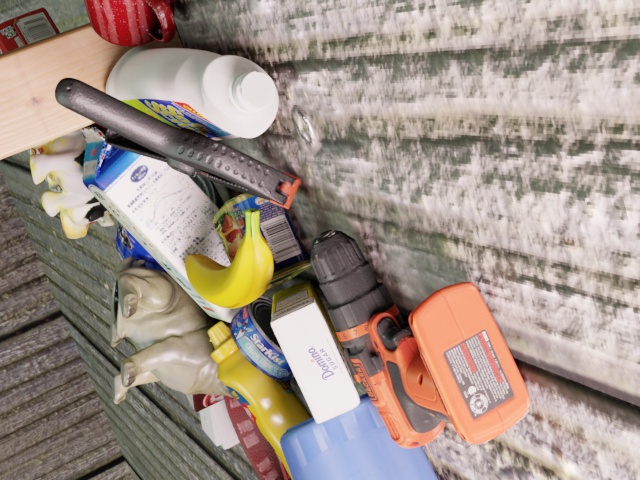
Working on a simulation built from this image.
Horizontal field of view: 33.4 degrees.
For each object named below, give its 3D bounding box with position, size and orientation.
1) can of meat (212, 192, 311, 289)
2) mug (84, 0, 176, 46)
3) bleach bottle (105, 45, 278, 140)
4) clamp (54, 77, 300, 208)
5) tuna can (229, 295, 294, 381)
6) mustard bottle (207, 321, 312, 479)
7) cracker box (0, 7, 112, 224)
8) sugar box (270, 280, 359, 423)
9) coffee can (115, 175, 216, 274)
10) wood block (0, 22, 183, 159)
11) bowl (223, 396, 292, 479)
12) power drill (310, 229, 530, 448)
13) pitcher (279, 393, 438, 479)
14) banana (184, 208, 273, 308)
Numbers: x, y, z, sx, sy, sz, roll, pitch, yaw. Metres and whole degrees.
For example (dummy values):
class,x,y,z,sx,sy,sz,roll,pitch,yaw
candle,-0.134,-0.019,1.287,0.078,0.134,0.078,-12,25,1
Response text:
class,x,y,z,sx,sy,sz,roll,pitch,yaw
can of meat,-0.057,0.001,0.998,0.084,0.057,0.102,67,160,4
mug,-0.170,-0.225,0.975,0.117,0.093,0.081,44,159,21
bleach bottle,-0.107,-0.130,0.927,0.102,0.068,0.251,36,169,-23
clamp,-0.120,-0.080,0.913,0.210,0.036,0.164,21,175,14
tuna can,-0.047,0.096,1.044,0.086,0.034,0.086,38,-160,-17
mustard bottle,-0.050,0.163,1.071,0.191,0.058,0.096,54,174,3
cracker box,-0.308,-0.138,1.259,0.164,0.072,0.214,56,159,26
sugar box,-0.006,0.091,0.921,0.176,0.048,0.093,-146,32,-84
coffee can,-0.177,-0.022,1.204,0.103,0.102,0.140,61,160,10
wood block,-0.242,-0.161,1.053,0.090,0.205,0.091,17,128,64
bowl,-0.055,0.227,1.259,0.162,0.055,0.162,52,156,33
power drill,0.065,0.071,0.775,0.184,0.057,0.188,63,163,-5
pitcher,0.058,0.257,0.917,0.149,0.144,0.243,-30,80,34
banana,-0.080,0.027,0.953,0.198,0.037,0.069,151,117,-62
